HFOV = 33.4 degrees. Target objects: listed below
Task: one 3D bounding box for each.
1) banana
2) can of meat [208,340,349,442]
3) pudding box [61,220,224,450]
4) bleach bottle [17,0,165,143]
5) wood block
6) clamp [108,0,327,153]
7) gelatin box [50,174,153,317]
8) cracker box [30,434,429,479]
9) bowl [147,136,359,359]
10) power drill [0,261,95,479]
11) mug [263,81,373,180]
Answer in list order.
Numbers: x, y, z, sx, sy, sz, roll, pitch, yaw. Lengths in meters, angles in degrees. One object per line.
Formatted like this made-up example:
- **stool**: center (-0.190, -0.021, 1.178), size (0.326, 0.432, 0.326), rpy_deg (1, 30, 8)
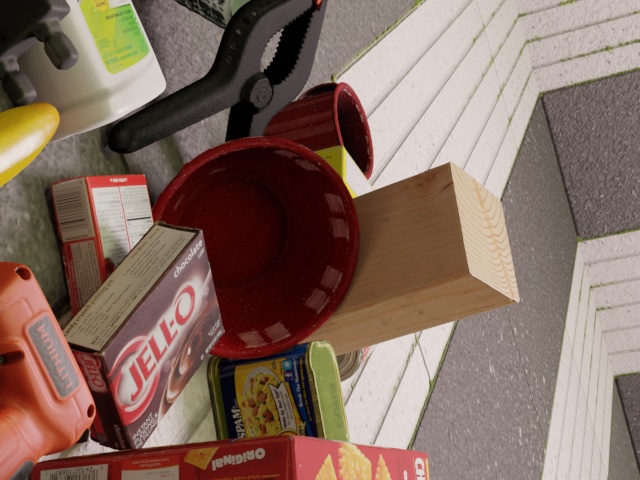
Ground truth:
- **banana**: center (-0.190, -0.040, 0.518), size (0.037, 0.070, 0.197), rpy_deg (40, 12, 9)
- **can of meat**: center (-0.029, 0.129, 0.799), size (0.057, 0.084, 0.102), rpy_deg (5, 73, -68)
- **pudding box**: center (-0.105, 0.057, 0.642), size (0.113, 0.039, 0.090), rpy_deg (-58, 152, -42)
- **bleach bottle**: center (-0.176, -0.191, 0.636), size (0.102, 0.068, 0.251), rpy_deg (-54, 127, -64)
- **wood block**: center (0.037, 0.025, 0.833), size (0.090, 0.206, 0.091), rpy_deg (28, 49, -51)
- **clamp**: center (-0.055, -0.105, 0.804), size (0.210, 0.036, 0.164), rpy_deg (-54, 146, -15)
- **gelatin box**: center (-0.133, 0.004, 0.678), size (0.073, 0.030, 0.089), rpy_deg (-13, 94, -69)
- **cracker box**: center (-0.041, 0.163, 0.637), size (0.213, 0.164, 0.072), rpy_deg (30, 53, -62)
- **bowl**: center (-0.055, 0.001, 0.768), size (0.055, 0.162, 0.162), rpy_deg (34, -31, 64)
- **power drill**: center (-0.183, 0.085, 0.474), size (0.187, 0.057, 0.184), rpy_deg (-59, 136, -57)
- **mug**: center (-0.004, -0.101, 0.992), size (0.093, 0.082, 0.117), rpy_deg (53, 32, -47)
